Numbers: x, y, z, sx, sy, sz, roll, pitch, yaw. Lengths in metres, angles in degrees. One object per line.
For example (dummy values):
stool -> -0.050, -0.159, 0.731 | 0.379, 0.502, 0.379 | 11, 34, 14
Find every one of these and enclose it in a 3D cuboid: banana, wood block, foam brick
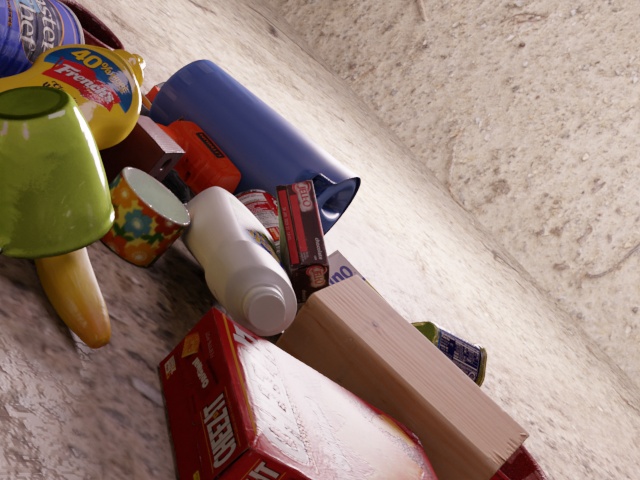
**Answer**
banana -> -0.179, 0.007, 0.777 | 0.069, 0.037, 0.198 | 36, 14, -24
wood block -> 0.063, 0.136, 0.913 | 0.206, 0.090, 0.090 | 43, 27, 16
foam brick -> -0.171, -0.069, 0.964 | 0.051, 0.078, 0.053 | 43, 12, 8

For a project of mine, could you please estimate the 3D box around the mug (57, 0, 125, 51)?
mug -> -0.264, -0.192, 1.075 | 0.093, 0.081, 0.117 | 46, 13, 15

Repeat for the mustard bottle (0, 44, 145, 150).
mustard bottle -> -0.204, -0.114, 0.882 | 0.096, 0.058, 0.191 | 39, 39, 2

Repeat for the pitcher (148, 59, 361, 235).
pitcher -> -0.082, -0.092, 1.243 | 0.243, 0.149, 0.144 | 43, 27, 13

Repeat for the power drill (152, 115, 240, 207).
power drill -> -0.159, -0.083, 1.093 | 0.184, 0.057, 0.187 | 48, 13, 22

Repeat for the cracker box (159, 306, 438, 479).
cracker box -> -0.002, 0.157, 0.749 | 0.213, 0.072, 0.164 | 35, 14, -28

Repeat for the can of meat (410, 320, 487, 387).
can of meat -> 0.113, 0.128, 1.148 | 0.083, 0.102, 0.057 | 29, 61, -36

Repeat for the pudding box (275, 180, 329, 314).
pudding box -> -0.016, 0.013, 0.975 | 0.113, 0.039, 0.090 | 93, -11, -60

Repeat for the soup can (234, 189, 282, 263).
soup can -> -0.057, 0.001, 1.100 | 0.068, 0.068, 0.102 | 33, 15, -38

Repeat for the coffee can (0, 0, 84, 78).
coffee can -> -0.284, -0.175, 0.910 | 0.103, 0.103, 0.140 | 47, 13, 18

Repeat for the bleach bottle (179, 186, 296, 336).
bleach bottle -> -0.063, 0.027, 0.891 | 0.102, 0.068, 0.251 | 49, 0, -20
